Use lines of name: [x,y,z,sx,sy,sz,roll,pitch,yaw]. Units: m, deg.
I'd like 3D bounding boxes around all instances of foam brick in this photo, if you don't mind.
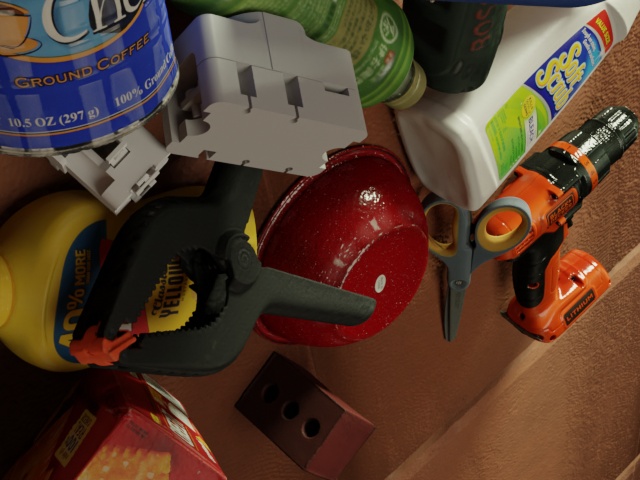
foam brick: [-0.011,0.129,0.775,0.053,0.078,0.051,-53,146,-2]

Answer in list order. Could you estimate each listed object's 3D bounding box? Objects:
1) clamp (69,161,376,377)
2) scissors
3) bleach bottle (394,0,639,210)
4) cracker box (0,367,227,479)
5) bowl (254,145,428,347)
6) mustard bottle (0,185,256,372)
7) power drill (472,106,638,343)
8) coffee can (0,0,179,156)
clamp: [-0.054,0.001,0.572,0.209,0.036,0.164,-27,102,-49]
scissors: [0.130,0.023,0.865,0.201,0.096,0.016,64,21,-49]
bleach bottle: [0.162,-0.141,0.773,0.250,0.068,0.102,-47,145,-16]
cracker box: [-0.153,0.170,0.572,0.072,0.164,0.213,41,84,-15]
bowl: [0.025,0.017,0.746,0.161,0.055,0.162,-29,137,-32]
mustard bottle: [-0.121,0.021,0.574,0.191,0.058,0.096,-4,112,-47]
power drill: [0.215,-0.010,0.947,0.184,0.057,0.187,-38,139,-16]
coffee can: [-0.117,-0.119,0.426,0.102,0.103,0.140,-34,140,-28]
